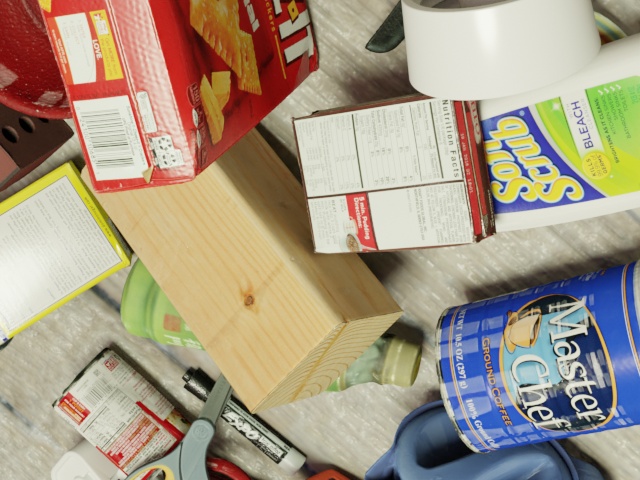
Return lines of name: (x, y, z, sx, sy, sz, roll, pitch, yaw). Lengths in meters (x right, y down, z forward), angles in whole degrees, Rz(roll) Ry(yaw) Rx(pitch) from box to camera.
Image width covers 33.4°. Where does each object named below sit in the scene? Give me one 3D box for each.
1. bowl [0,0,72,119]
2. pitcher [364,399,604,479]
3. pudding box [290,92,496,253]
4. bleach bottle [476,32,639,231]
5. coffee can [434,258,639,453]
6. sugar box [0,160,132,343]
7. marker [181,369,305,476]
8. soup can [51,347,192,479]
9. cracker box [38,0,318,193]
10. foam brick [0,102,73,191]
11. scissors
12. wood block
bowl: (-0.174, -0.164, 0.700, 0.162, 0.055, 0.162, 7, 115, 15)
pitcher: (0.105, 0.248, 0.796, 0.149, 0.144, 0.243, 27, 126, 23)
pudding box: (0.043, -0.040, 0.637, 0.114, 0.039, 0.090, -5, 99, 31)
bleach bottle: (0.118, -0.045, 0.652, 0.251, 0.068, 0.102, -18, 102, 32)
coffee can: (0.160, 0.077, 0.696, 0.141, 0.102, 0.103, -17, 107, 28)
sugar box: (-0.242, 0.023, 0.816, 0.176, 0.048, 0.093, -31, 101, -3)
marker: (-0.064, 0.147, 0.870, 0.121, 0.020, 0.020, 39, 122, 1)
soup can: (-0.162, 0.146, 0.881, 0.102, 0.068, 0.069, 43, 122, -1)
cracker box: (-0.076, -0.143, 0.620, 0.072, 0.213, 0.164, -4, 113, 22)
foam brick: (-0.234, -0.074, 0.799, 0.051, 0.078, 0.053, -34, 101, 31)
scissors: (-0.083, 0.167, 0.833, 0.096, 0.016, 0.202, 43, 91, 1)
wood block: (-0.055, 0.001, 0.708, 0.091, 0.090, 0.206, -47, 69, 24)
